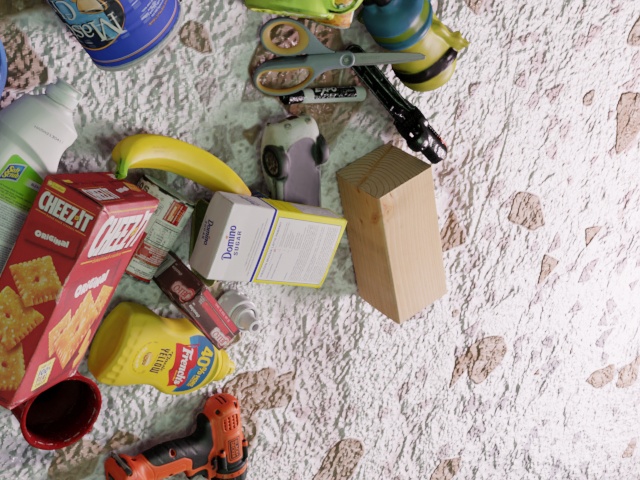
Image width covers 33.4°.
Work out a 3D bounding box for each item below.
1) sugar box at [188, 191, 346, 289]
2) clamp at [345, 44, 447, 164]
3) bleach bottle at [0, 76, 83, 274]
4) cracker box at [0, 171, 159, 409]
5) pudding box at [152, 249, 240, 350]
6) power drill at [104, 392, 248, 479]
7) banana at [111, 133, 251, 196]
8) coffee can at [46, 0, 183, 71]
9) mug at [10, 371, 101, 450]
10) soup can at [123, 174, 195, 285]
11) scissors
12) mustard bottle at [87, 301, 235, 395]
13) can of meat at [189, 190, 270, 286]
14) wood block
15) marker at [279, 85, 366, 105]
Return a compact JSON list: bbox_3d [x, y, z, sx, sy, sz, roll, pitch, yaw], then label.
[{"bbox_3d":[-0.058,0.001,1.214,0.175,0.048,0.093,9,108,-42],"label":"sugar box"},{"bbox_3d":[0.113,-0.137,1.297,0.036,0.165,0.209,-37,146,12],"label":"clamp"},{"bbox_3d":[-0.295,-0.036,0.984,0.251,0.068,0.102,-56,145,2],"label":"bleach bottle"},{"bbox_3d":[-0.250,0.043,1.039,0.214,0.072,0.164,-62,174,9],"label":"cracker box"},{"bbox_3d":[-0.148,0.063,1.206,0.039,0.114,0.090,-40,133,-10],"label":"pudding box"},{"bbox_3d":[-0.177,0.302,1.366,0.187,0.057,0.184,-23,124,-32],"label":"power drill"},{"bbox_3d":[-0.156,-0.080,1.153,0.037,0.069,0.197,-31,156,34],"label":"banana"},{"bbox_3d":[-0.205,-0.241,0.987,0.102,0.103,0.140,-45,135,-10],"label":"coffee can"},{"bbox_3d":[-0.293,0.175,1.174,0.093,0.082,0.117,-48,135,-7],"label":"mug"},{"bbox_3d":[-0.190,-0.012,1.160,0.068,0.069,0.102,29,94,-45],"label":"soup can"},{"bbox_3d":[0.017,-0.221,1.202,0.201,0.016,0.096,-18,116,-7],"label":"scissors"},{"bbox_3d":[-0.176,0.136,1.266,0.191,0.058,0.096,20,102,-45],"label":"mustard bottle"},{"bbox_3d":[-0.102,-0.004,1.247,0.083,0.058,0.102,-13,122,-37],"label":"can of meat"},{"bbox_3d":[0.094,-0.007,1.385,0.090,0.090,0.206,-31,130,-23],"label":"wood block"},{"bbox_3d":[0.003,-0.172,1.261,0.120,0.020,0.020,-8,119,-37],"label":"marker"}]
